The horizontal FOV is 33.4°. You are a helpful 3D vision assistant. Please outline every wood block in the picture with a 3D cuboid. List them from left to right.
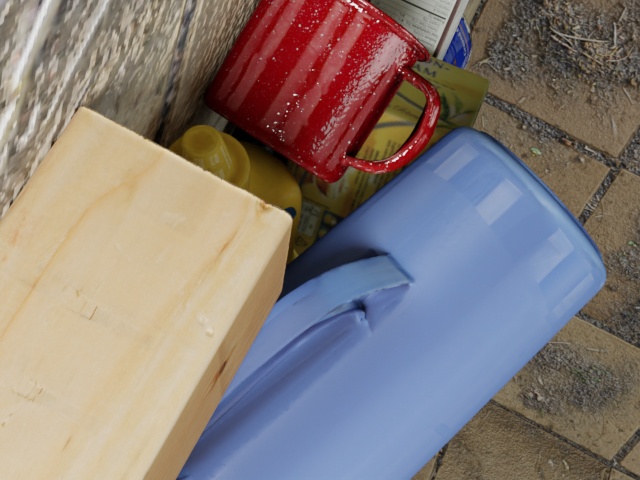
[{"bbox_3d":[-0.098,0.071,0.379,0.206,0.090,0.091,-60,174,-21],"label":"wood block"}]

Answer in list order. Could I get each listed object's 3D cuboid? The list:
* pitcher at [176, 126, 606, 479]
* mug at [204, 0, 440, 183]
[{"bbox_3d":[0.016,0.057,0.526,0.243,0.145,0.149,-43,-162,3],"label":"pitcher"},{"bbox_3d":[0.004,-0.076,0.533,0.081,0.117,0.093,-58,162,3],"label":"mug"}]
